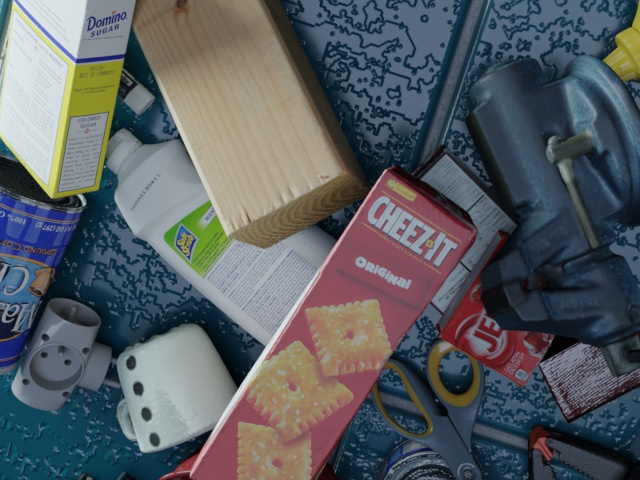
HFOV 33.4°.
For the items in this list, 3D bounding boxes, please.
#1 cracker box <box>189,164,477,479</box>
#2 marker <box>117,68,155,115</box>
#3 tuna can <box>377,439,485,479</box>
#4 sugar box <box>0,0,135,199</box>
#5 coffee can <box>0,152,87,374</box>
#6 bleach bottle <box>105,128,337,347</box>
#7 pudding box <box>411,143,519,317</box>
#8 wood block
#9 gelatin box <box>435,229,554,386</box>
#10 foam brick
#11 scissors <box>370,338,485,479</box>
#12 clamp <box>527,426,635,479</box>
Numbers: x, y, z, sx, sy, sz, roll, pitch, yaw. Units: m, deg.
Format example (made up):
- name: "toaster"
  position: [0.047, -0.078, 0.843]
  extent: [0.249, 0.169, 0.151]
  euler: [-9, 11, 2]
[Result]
- name: "cracker box"
  position: [0.015, 0.059, 0.678]
  extent: [0.072, 0.164, 0.214]
  euler: [34, 98, 2]
- name: "marker"
  position: [-0.175, -0.142, 0.803]
  extent: [0.121, 0.020, 0.020]
  euler: [43, 101, -3]
- name: "tuna can"
  position: [0.087, 0.197, 0.829]
  extent: [0.086, 0.033, 0.086]
  euler: [1, 100, 5]
- name: "sugar box"
  position: [-0.178, -0.127, 0.743]
  extent: [0.093, 0.048, 0.176]
  euler: [45, 129, 31]
- name: "coffee can"
  position: [-0.249, 0.015, 0.796]
  extent: [0.103, 0.102, 0.140]
  euler: [26, 101, 1]
- name: "bleach bottle"
  position: [-0.055, 0.001, 0.796]
  extent: [0.251, 0.068, 0.102]
  euler: [40, 98, 1]
- name: "pudding box"
  position: [0.098, -0.001, 0.792]
  extent: [0.113, 0.039, 0.090]
  euler: [45, 99, -6]
- name: "wood block"
  position: [-0.054, -0.108, 0.732]
  extent: [0.091, 0.090, 0.206]
  euler: [-27, 78, 10]
- name: "gelatin box"
  position: [0.136, 0.049, 0.764]
  extent: [0.073, 0.030, 0.089]
  euler: [31, 100, -4]
- name: "foam brick"
  position: [0.202, 0.089, 0.790]
  extent: [0.078, 0.053, 0.051]
  euler: [-30, 96, 9]
- name: "scissors"
  position: [0.119, 0.155, 0.791]
  extent: [0.096, 0.016, 0.202]
  euler: [-43, 70, -2]
- name: "clamp"
  position: [0.236, 0.225, 0.818]
  extent: [0.164, 0.036, 0.210]
  euler: [-31, 96, 7]
